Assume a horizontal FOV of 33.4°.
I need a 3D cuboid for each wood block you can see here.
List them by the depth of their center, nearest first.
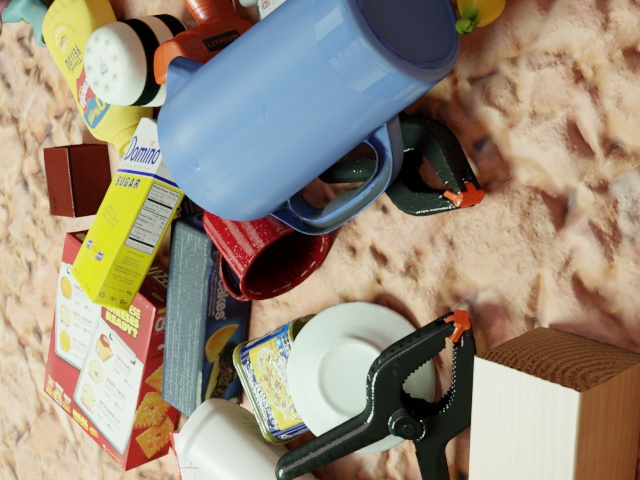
[{"bbox_3d":[0.167,0.179,0.773,0.091,0.090,0.206,15,111,43],"label":"wood block"}]

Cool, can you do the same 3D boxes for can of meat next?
[{"bbox_3d":[-0.022,0.126,0.974,0.084,0.057,0.102,-30,79,43],"label":"can of meat"}]

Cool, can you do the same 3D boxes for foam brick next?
[{"bbox_3d":[-0.266,-0.067,1.174,0.053,0.051,0.078,7,105,45],"label":"foam brick"}]

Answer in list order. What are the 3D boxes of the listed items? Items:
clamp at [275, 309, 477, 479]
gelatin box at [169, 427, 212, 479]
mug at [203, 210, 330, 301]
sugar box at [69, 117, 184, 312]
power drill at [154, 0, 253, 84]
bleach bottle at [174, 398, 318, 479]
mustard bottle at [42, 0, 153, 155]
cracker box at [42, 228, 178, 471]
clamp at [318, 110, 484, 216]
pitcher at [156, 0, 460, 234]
[{"bbox_3d":[0.079,0.153,0.867,0.164,0.036,0.210,29,111,-6],"label":"clamp"},{"bbox_3d":[-0.115,0.231,1.115,0.089,0.030,0.073,-12,90,46],"label":"gelatin box"},{"bbox_3d":[-0.056,0.001,0.952,0.081,0.093,0.117,51,128,29],"label":"mug"},{"bbox_3d":[-0.179,-0.027,1.031,0.093,0.048,0.176,34,102,57],"label":"sugar box"},{"bbox_3d":[-0.138,-0.235,0.920,0.058,0.184,0.187,-12,101,47],"label":"power drill"},{"bbox_3d":[-0.018,0.245,0.971,0.251,0.102,0.068,36,91,33],"label":"bleach bottle"},{"bbox_3d":[-0.220,-0.161,1.098,0.096,0.058,0.192,-41,72,44],"label":"mustard bottle"},{"bbox_3d":[-0.218,0.114,1.160,0.164,0.071,0.214,34,122,34],"label":"cracker box"},{"bbox_3d":[0.057,-0.064,0.858,0.172,0.039,0.120,48,136,34],"label":"clamp"},{"bbox_3d":[-0.004,-0.108,0.808,0.243,0.149,0.145,-30,57,48],"label":"pitcher"}]
